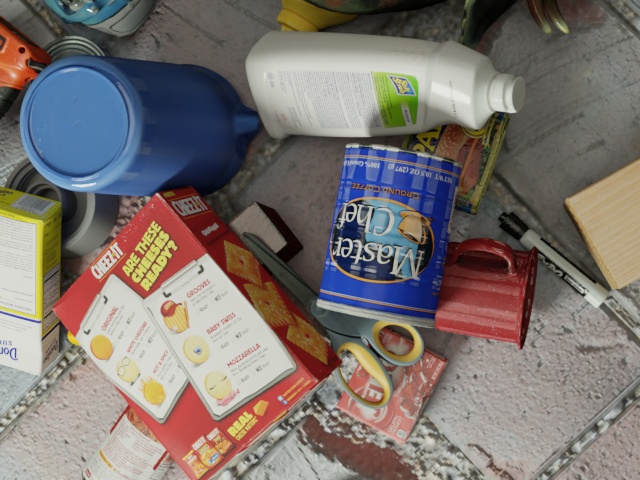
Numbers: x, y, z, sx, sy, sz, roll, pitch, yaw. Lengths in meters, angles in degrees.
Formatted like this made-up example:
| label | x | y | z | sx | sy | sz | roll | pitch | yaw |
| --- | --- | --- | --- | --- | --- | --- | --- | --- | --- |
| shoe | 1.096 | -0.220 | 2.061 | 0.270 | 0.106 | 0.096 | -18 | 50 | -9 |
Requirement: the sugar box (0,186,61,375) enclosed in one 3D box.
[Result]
| label | x | y | z | sx | sy | sz | roll | pitch | yaw |
| --- | --- | --- | --- | --- | --- | --- | --- | --- | --- |
| sugar box | -0.300 | 0.038 | 1.032 | 0.093 | 0.048 | 0.176 | 15 | 121 | 11 |

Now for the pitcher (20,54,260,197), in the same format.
| label | x | y | z | sx | sy | sz | roll | pitch | yaw |
| --- | --- | --- | --- | --- | --- | --- | --- | --- | --- |
| pitcher | -0.171 | -0.098 | 0.947 | 0.145 | 0.242 | 0.149 | 42 | 102 | 8 |

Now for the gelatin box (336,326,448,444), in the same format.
| label | x | y | z | sx | sy | sz | roll | pitch | yaw |
| --- | --- | --- | --- | --- | --- | --- | --- | --- | --- |
| gelatin box | 0.067 | 0.134 | 0.996 | 0.073 | 0.030 | 0.089 | 28 | 93 | 11 |

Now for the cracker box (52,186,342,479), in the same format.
| label | x | y | z | sx | sy | sz | roll | pitch | yaw |
| --- | --- | --- | --- | --- | --- | --- | --- | --- | --- |
| cracker box | -0.111 | 0.084 | 0.954 | 0.164 | 0.072 | 0.214 | -44 | 81 | 22 |

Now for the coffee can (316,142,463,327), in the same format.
| label | x | y | z | sx | sy | sz | roll | pitch | yaw |
| --- | --- | --- | --- | --- | --- | --- | --- | --- | --- |
| coffee can | 0.059 | -0.004 | 0.907 | 0.103 | 0.102 | 0.140 | 10 | 89 | 11 |

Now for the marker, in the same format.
| label | x | y | z | sx | sy | sz | roll | pitch | yaw |
| --- | --- | --- | --- | --- | --- | --- | --- | --- | --- |
| marker | 0.212 | 0.016 | 0.978 | 0.121 | 0.020 | 0.020 | 41 | 95 | 10 |

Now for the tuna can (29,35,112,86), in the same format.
| label | x | y | z | sx | sy | sz | roll | pitch | yaw |
| --- | --- | --- | --- | --- | --- | --- | --- | --- | --- |
| tuna can | -0.245 | -0.160 | 1.070 | 0.086 | 0.033 | 0.086 | -1 | 87 | 11 |

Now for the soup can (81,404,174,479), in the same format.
| label | x | y | z | sx | sy | sz | roll | pitch | yaw |
| --- | --- | --- | --- | --- | --- | --- | --- | --- | --- |
| soup can | -0.173 | 0.200 | 1.023 | 0.068 | 0.068 | 0.102 | 36 | 95 | 11 |

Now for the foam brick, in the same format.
| label | x | y | z | sx | sy | sz | roll | pitch | yaw |
| --- | --- | --- | --- | --- | --- | --- | --- | --- | --- |
| foam brick | -0.057 | 0.001 | 1.004 | 0.053 | 0.078 | 0.051 | -39 | 81 | 5 |

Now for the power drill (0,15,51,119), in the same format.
| label | x | y | z | sx | sy | sz | roll | pitch | yaw |
| --- | --- | --- | --- | --- | --- | --- | --- | --- | --- |
| power drill | -0.368 | -0.144 | 1.048 | 0.184 | 0.057 | 0.188 | 37 | 97 | 7 |

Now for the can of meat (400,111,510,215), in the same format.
| label | x | y | z | sx | sy | sz | roll | pitch | yaw |
| --- | --- | --- | --- | --- | --- | --- | --- | --- | --- |
| can of meat | 0.119 | -0.081 | 0.983 | 0.084 | 0.057 | 0.102 | 19 | 91 | 9 |

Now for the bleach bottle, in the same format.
| label | x | y | z | sx | sy | sz | roll | pitch | yaw |
| --- | --- | --- | --- | --- | --- | --- | --- | --- | --- |
| bleach bottle | 0.058 | -0.130 | 0.933 | 0.251 | 0.102 | 0.068 | 10 | 48 | 32 |

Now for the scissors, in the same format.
| label | x | y | z | sx | sy | sz | roll | pitch | yaw |
| --- | --- | --- | --- | --- | --- | --- | --- | --- | --- |
| scissors | 0.020 | 0.057 | 0.964 | 0.096 | 0.016 | 0.202 | -30 | 95 | -3 |

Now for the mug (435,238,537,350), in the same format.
| label | x | y | z | sx | sy | sz | roll | pitch | yaw |
| --- | --- | --- | --- | --- | --- | --- | --- | --- | --- |
| mug | 0.145 | 0.039 | 0.946 | 0.081 | 0.117 | 0.093 | 8 | 56 | 16 |
